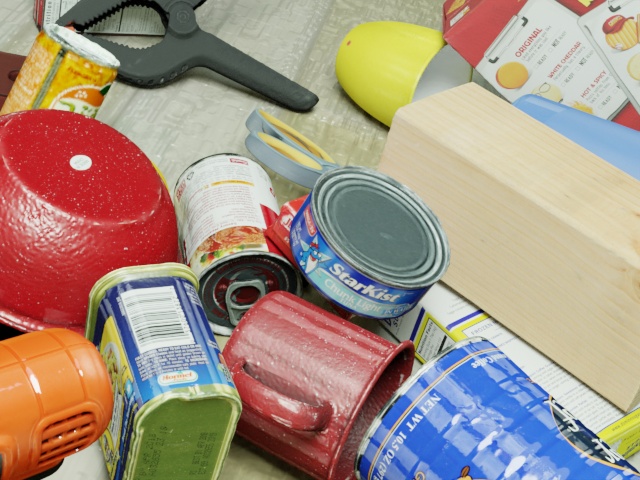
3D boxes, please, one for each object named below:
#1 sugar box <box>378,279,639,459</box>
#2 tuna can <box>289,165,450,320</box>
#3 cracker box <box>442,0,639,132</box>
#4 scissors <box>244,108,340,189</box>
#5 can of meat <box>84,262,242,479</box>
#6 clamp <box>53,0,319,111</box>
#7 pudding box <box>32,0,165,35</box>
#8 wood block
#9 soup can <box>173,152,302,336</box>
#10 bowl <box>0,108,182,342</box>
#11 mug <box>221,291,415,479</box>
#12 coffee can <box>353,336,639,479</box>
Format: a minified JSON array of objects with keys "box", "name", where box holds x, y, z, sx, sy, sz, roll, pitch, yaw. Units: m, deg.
[{"box":[0.121,0.071,0.668,0.093,0.048,0.176,-18,45,-37],"name":"sugar box"},{"box":[0.026,0.001,0.586,0.086,0.034,0.086,20,42,-19],"name":"tuna can"},{"box":[0.224,-0.153,0.821,0.213,0.164,0.072,39,30,-21],"name":"cracker box"},{"box":[0.026,-0.028,0.732,0.202,0.016,0.096,36,18,9],"name":"scissors"},{"box":[-0.082,0.077,0.536,0.057,0.102,0.084,-5,45,-25],"name":"can of meat"},{"box":[-0.107,-0.183,0.847,0.209,0.164,0.036,-2,-4,-13],"name":"clamp"},{"box":[-0.174,-0.215,0.874,0.113,0.090,0.039,-2,43,-24],"name":"pudding box"},{"box":[0.137,-0.004,0.656,0.206,0.091,0.090,36,39,27],"name":"wood block"},{"box":[-0.054,0.001,0.668,0.068,0.069,0.102,3,39,-18],"name":"soup can"},{"box":[-0.140,-0.022,0.590,0.162,0.055,0.162,23,35,-17],"name":"bowl"},{"box":[-0.010,0.079,0.562,0.082,0.093,0.117,25,9,18],"name":"mug"},{"box":[0.101,0.131,0.535,0.102,0.103,0.140,-21,51,-39],"name":"coffee can"}]
